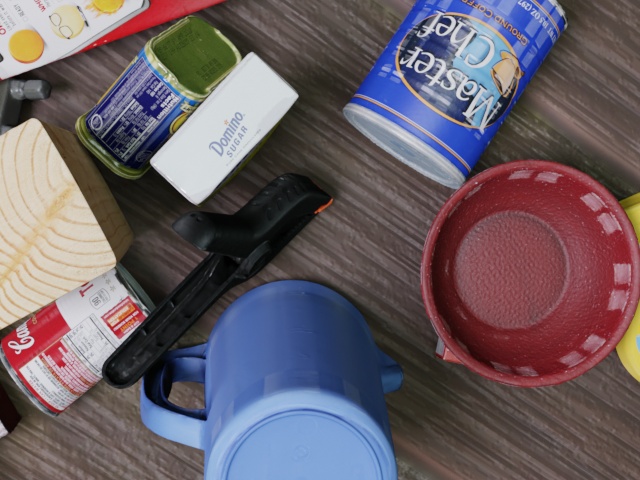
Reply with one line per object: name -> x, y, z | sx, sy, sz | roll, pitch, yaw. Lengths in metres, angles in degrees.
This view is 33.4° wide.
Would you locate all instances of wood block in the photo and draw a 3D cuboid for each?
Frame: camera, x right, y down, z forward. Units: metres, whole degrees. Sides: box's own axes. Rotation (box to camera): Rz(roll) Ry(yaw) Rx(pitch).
wood block -> -0.177, -0.011, 0.654 | 0.091, 0.206, 0.090 | -29, 97, -5

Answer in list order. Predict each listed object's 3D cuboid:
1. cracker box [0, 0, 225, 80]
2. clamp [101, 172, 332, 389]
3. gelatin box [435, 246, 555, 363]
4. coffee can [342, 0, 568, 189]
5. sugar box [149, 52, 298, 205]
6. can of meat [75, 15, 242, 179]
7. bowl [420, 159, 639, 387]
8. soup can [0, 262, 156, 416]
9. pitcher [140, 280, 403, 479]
cracker box -> -0.180, -0.214, 0.717 | 0.213, 0.072, 0.164 | -21, 122, -5
clamp -> -0.055, 0.001, 0.721 | 0.036, 0.165, 0.209 | 42, 49, 9
gelatin box -> 0.134, 0.054, 0.819 | 0.073, 0.030, 0.089 | 11, 90, -7
coffee can -> 0.096, -0.122, 0.766 | 0.102, 0.103, 0.140 | 33, 89, -8
sugar box -> -0.065, -0.067, 0.713 | 0.048, 0.176, 0.093 | 43, 88, -8
can of meat -> -0.108, -0.101, 0.730 | 0.057, 0.102, 0.084 | 44, 120, -7
bowl -> 0.146, 0.023, 0.775 | 0.162, 0.055, 0.162 | 0, 91, -7
soup can -> -0.169, 0.069, 0.765 | 0.102, 0.068, 0.068 | -38, 97, -4
pitcher -> -0.027, 0.114, 0.698 | 0.149, 0.243, 0.145 | -40, 99, 4
